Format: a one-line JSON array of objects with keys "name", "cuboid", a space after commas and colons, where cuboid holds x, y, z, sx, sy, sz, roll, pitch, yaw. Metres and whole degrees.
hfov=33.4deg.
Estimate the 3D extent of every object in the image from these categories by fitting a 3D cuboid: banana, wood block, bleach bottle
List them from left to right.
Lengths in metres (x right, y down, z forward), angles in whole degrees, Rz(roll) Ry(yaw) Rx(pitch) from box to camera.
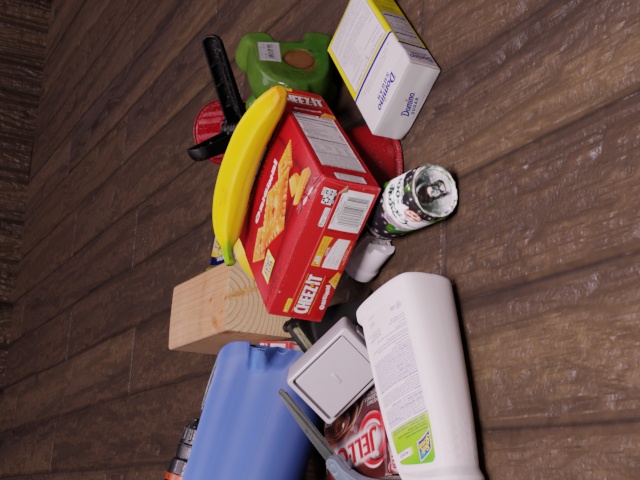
[{"name": "wood block", "cuboid": [-0.117, 0.090, 1.376, 0.206, 0.090, 0.090, -25, 58, 60]}, {"name": "banana", "cuboid": [-0.078, -0.075, 1.126, 0.070, 0.037, 0.198, 34, 114, 46]}, {"name": "bleach bottle", "cuboid": [0.093, 0.159, 0.946, 0.103, 0.068, 0.251, -47, 43, 50]}]

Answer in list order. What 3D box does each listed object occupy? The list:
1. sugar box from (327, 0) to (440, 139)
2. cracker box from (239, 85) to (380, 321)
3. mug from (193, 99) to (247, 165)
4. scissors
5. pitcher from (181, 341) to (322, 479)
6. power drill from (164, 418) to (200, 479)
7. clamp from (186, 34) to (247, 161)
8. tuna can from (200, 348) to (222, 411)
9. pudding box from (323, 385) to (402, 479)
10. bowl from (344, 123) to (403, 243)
[{"name": "sugar box", "cuboid": [0.066, -0.195, 1.155, 0.093, 0.048, 0.176, -63, 34, 32]}, {"name": "cracker box", "cuboid": [-0.027, -0.044, 1.128, 0.164, 0.072, 0.214, -67, 28, 26]}, {"name": "mug", "cuboid": [-0.109, -0.159, 1.474, 0.117, 0.093, 0.082, -48, 23, -19]}, {"name": "scissors", "cuboid": [0.029, 0.213, 1.006, 0.202, 0.016, 0.096, 60, 140, 13]}, {"name": "pitcher", "cuboid": [-0.075, 0.241, 1.115, 0.145, 0.149, 0.242, -28, 35, 47]}, {"name": "power drill", "cuboid": [-0.147, 0.304, 1.261, 0.188, 0.057, 0.184, 158, 126, -71]}, {"name": "clamp", "cuboid": [-0.109, -0.133, 1.341, 0.036, 0.210, 0.164, -2, 62, 21]}, {"name": "tuna can", "cuboid": [-0.124, 0.181, 1.357, 0.086, 0.033, 0.086, -163, 91, -84]}, {"name": "pudding box", "cuboid": [0.046, 0.201, 1.052, 0.114, 0.039, 0.090, -42, 44, 52]}, {"name": "bowl", "cuboid": [0.027, -0.058, 1.172, 0.162, 0.055, 0.162, -33, 52, 57]}]
